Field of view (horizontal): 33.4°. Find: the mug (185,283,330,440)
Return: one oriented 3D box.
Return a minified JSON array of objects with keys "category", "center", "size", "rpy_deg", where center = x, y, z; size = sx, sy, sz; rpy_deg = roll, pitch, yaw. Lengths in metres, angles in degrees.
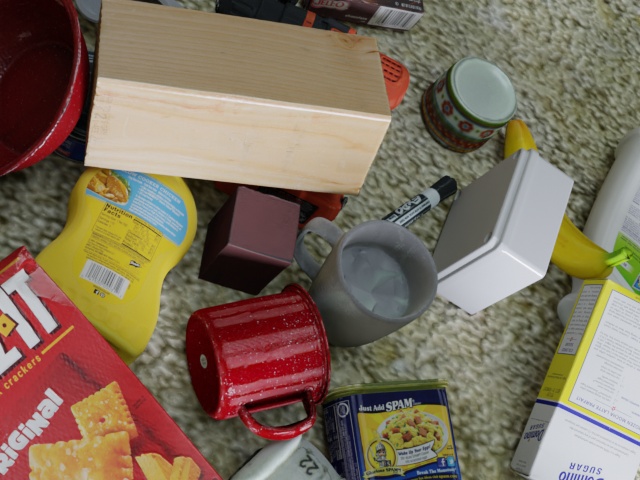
[{"category":"mug","center":[-0.044,0.093,0.774],"size":[0.081,0.093,0.117],"rpy_deg":[-10,57,-24]}]

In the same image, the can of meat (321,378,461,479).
[{"category":"can of meat","center":[0.055,0.154,0.817],"size":[0.101,0.058,0.084],"rpy_deg":[0,70,-25]}]

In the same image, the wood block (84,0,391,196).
[{"category":"wood block","center":[-0.064,-0.103,0.785],"size":[0.205,0.090,0.091],"rpy_deg":[6,49,-15]}]

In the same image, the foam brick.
[{"category":"foam brick","center":[-0.055,0.001,0.819],"size":[0.053,0.078,0.051],"rpy_deg":[18,63,-18]}]

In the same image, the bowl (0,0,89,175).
[{"category":"bowl","center":[-0.222,-0.112,0.771],"size":[0.055,0.162,0.162],"rpy_deg":[27,49,-60]}]

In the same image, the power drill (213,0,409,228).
[{"category":"power drill","center":[-0.025,-0.115,0.898],"size":[0.184,0.057,0.187],"rpy_deg":[24,60,-10]}]

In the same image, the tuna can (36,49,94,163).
[{"category":"tuna can","center":[-0.181,-0.105,0.832],"size":[0.086,0.034,0.086],"rpy_deg":[10,64,-22]}]

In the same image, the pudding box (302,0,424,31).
[{"category":"pudding box","center":[0.037,-0.248,0.998],"size":[0.113,0.039,0.090],"rpy_deg":[7,65,-23]}]

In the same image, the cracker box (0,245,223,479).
[{"category":"cracker box","center":[-0.177,0.134,0.645],"size":[0.213,0.072,0.164],"rpy_deg":[51,48,-7]}]

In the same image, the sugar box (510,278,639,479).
[{"category":"sugar box","center":[0.233,0.130,0.889],"size":[0.093,0.048,0.176],"rpy_deg":[27,83,-13]}]

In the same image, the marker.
[{"category":"marker","center":[0.078,-0.025,0.930],"size":[0.120,0.020,0.020],"rpy_deg":[-34,85,-33]}]

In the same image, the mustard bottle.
[{"category":"mustard bottle","center":[-0.143,-0.008,0.785],"size":[0.096,0.058,0.191],"rpy_deg":[29,52,-13]}]

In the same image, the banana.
[{"category":"banana","center":[0.211,-0.027,0.958],"size":[0.037,0.070,0.198],"rpy_deg":[7,37,-36]}]
